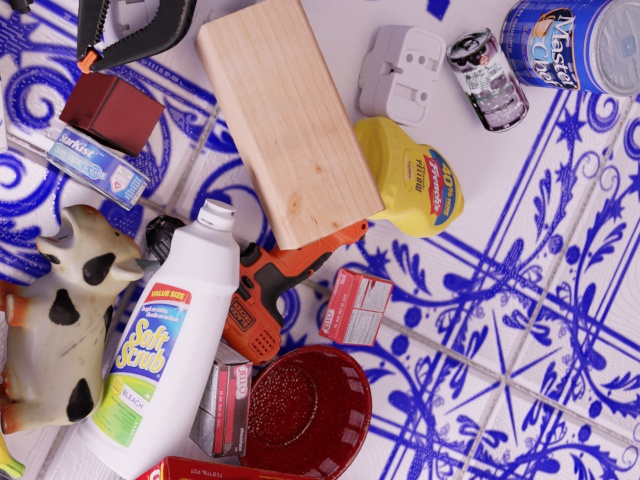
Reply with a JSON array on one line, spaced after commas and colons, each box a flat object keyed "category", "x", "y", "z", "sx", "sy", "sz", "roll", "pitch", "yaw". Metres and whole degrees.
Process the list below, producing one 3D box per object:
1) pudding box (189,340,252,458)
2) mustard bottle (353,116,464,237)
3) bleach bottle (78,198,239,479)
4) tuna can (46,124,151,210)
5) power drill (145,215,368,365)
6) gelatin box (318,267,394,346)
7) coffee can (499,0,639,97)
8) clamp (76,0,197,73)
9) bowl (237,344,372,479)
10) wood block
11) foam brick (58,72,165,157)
[{"category": "pudding box", "x": -0.103, "y": 0.141, "z": 0.995, "sx": 0.039, "sy": 0.114, "sz": 0.090, "roll": 1, "pitch": 101, "yaw": -30}, {"category": "mustard bottle", "x": 0.096, "y": -0.054, "z": 1.092, "sx": 0.191, "sy": 0.058, "sz": 0.096, "roll": 21, "pitch": 66, "yaw": -54}, {"category": "bleach bottle", "x": -0.134, "y": 0.082, "z": 0.947, "sx": 0.067, "sy": 0.103, "sz": 0.251, "roll": 9, "pitch": 105, "yaw": -47}, {"category": "tuna can", "x": -0.189, "y": -0.061, "z": 0.909, "sx": 0.086, "sy": 0.086, "sz": 0.034, "roll": 36, "pitch": 83, "yaw": -33}, {"category": "power drill", "x": -0.057, "y": 0.001, "z": 1.029, "sx": 0.187, "sy": 0.057, "sz": 0.184, "roll": -45, "pitch": 119, "yaw": -14}, {"category": "gelatin box", "x": 0.037, "y": 0.070, "z": 1.099, "sx": 0.089, "sy": 0.030, "sz": 0.073, "roll": 15, "pitch": 93, "yaw": -63}, {"category": "coffee can", "x": 0.277, "y": -0.210, "z": 1.140, "sx": 0.102, "sy": 0.141, "sz": 0.103, "roll": -8, "pitch": 106, "yaw": -31}, {"category": "clamp", "x": -0.119, "y": -0.215, "z": 0.863, "sx": 0.164, "sy": 0.036, "sz": 0.210, "roll": 32, "pitch": 99, "yaw": -9}, {"category": "bowl", "x": -0.027, "y": 0.177, "z": 1.087, "sx": 0.161, "sy": 0.055, "sz": 0.162, "roll": -8, "pitch": 105, "yaw": -31}, {"category": "wood block", "x": -0.029, "y": -0.104, "z": 0.952, "sx": 0.090, "sy": 0.091, "sz": 0.206, "roll": -24, "pitch": 93, "yaw": -12}, {"category": "foam brick", "x": -0.179, "y": -0.109, "z": 0.910, "sx": 0.051, "sy": 0.078, "sz": 0.053, "roll": 30, "pitch": 86, "yaw": -35}]
